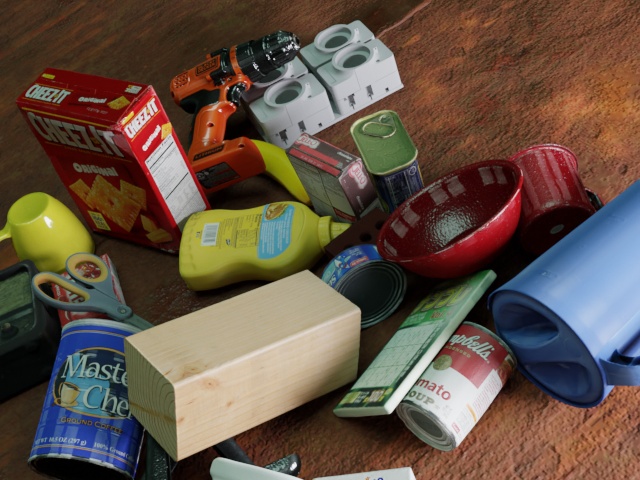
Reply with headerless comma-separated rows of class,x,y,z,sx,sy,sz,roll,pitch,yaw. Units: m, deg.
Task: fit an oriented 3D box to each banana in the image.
banana,-0.073,-0.088,1.299,0.198,0.037,0.069,13,76,34

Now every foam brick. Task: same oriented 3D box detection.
foam brick,0.054,0.013,1.137,0.078,0.051,0.053,-38,46,-16

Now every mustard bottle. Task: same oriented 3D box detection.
mustard bottle,-0.058,0.002,1.187,0.192,0.058,0.096,-7,47,15

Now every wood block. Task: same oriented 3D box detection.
wood block,-0.070,0.113,1.009,0.205,0.090,0.091,-20,38,-32

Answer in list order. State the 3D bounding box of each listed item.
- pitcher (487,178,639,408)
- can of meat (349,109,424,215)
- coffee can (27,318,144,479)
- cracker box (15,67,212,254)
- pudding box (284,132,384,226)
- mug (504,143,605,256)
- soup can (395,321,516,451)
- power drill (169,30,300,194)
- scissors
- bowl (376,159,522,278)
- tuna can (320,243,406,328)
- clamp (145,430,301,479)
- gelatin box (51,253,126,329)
pitcher,0.286,0.034,0.973,0.242,0.145,0.149,-38,77,-20
can of meat,0.079,-0.082,1.195,0.057,0.084,0.102,-22,44,0
coffee can,-0.218,0.161,1.045,0.103,0.102,0.140,-2,60,19
cracker box,-0.233,-0.087,1.230,0.164,0.213,0.072,14,54,31
pudding box,0.019,-0.059,1.175,0.039,0.113,0.090,-44,48,-17
mug,0.242,-0.037,1.095,0.117,0.093,0.081,8,45,-21
soup can,0.124,0.134,0.981,0.069,0.068,0.102,24,60,37
power drill,-0.104,-0.158,1.294,0.185,0.057,0.187,-21,50,26
scissors,-0.218,0.066,1.180,0.202,0.016,0.096,18,41,4
bowl,0.138,-0.012,1.057,0.162,0.055,0.162,-28,23,13
tuna can,0.042,0.046,1.085,0.086,0.086,0.034,-28,42,-6
clamp,-0.122,0.245,0.950,0.165,0.036,0.209,11,50,20
gelatin box,-0.267,0.065,1.229,0.073,0.030,0.089,-25,44,-3
